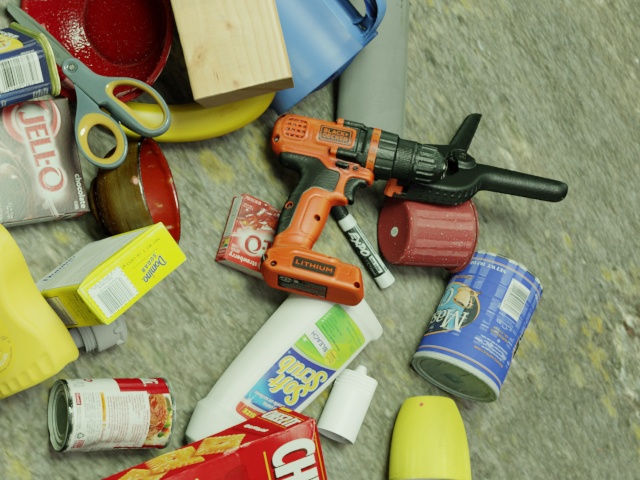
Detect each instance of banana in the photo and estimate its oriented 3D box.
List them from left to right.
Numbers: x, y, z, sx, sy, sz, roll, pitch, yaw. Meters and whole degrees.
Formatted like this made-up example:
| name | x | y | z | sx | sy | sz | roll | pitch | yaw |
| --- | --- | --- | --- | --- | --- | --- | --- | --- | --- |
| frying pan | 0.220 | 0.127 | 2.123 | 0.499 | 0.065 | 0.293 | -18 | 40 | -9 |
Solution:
| name | x | y | z | sx | sy | sz | roll | pitch | yaw |
| --- | --- | --- | --- | --- | --- | --- | --- | --- | --- |
| banana | -0.126 | -0.129 | 1.046 | 0.198 | 0.037 | 0.069 | -15 | 115 | 2 |

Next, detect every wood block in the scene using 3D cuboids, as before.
| name | x | y | z | sx | sy | sz | roll | pitch | yaw |
| --- | --- | --- | --- | --- | --- | --- | --- | --- | --- |
| wood block | -0.090 | -0.234 | 0.965 | 0.090 | 0.091 | 0.206 | -13 | 92 | 1 |

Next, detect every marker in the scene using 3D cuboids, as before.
| name | x | y | z | sx | sy | sz | roll | pitch | yaw |
| --- | --- | --- | --- | --- | --- | --- | --- | --- | --- |
| marker | 0.042 | 0.000 | 1.177 | 0.020 | 0.020 | 0.121 | -41 | 105 | -28 |

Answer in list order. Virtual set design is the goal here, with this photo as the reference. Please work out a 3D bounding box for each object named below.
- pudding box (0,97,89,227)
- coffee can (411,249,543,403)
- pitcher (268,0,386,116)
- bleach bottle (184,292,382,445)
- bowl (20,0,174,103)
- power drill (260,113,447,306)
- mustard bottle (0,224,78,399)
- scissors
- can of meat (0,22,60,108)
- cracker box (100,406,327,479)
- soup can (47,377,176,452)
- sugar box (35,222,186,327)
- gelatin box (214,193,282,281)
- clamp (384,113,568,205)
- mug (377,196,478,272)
| name | x | y | z | sx | sy | sz | roll | pitch | yaw |
| --- | --- | --- | --- | --- | --- | --- | --- | --- | --- |
| pudding box | -0.271 | -0.072 | 0.987 | 0.089 | 0.039 | 0.113 | -11 | 90 | -31 |
| coffee can | 0.177 | 0.096 | 1.197 | 0.102 | 0.103 | 0.140 | 37 | 67 | -22 |
| pitcher | -0.056 | -0.261 | 1.071 | 0.149 | 0.145 | 0.243 | -40 | 99 | -5 |
| bleach bottle | -0.048 | 0.148 | 1.080 | 0.250 | 0.068 | 0.102 | -48 | 126 | -20 |
| bowl | -0.199 | -0.207 | 1.004 | 0.055 | 0.162 | 0.162 | -30 | 102 | -67 |
| power drill | 0.025 | -0.032 | 1.077 | 0.184 | 0.057 | 0.187 | 12 | 67 | 5 |
| mustard bottle | -0.289 | 0.037 | 0.905 | 0.191 | 0.096 | 0.058 | 62 | 31 | -7 |
| scissors | -0.230 | -0.137 | 0.975 | 0.202 | 0.016 | 0.096 | 29 | 83 | 12 |
| can of meat | -0.292 | -0.151 | 0.948 | 0.083 | 0.102 | 0.057 | -22 | 120 | -28 |
| cracker box | -0.091 | 0.268 | 0.983 | 0.213 | 0.072 | 0.164 | -17 | 102 | -30 |
| soup can | -0.194 | 0.161 | 0.990 | 0.102 | 0.069 | 0.068 | 4 | 82 | -30 |
| sugar box | -0.196 | 0.035 | 0.939 | 0.093 | 0.177 | 0.048 | -41 | 103 | -27 |
| gelatin box | -0.057 | 0.001 | 1.111 | 0.089 | 0.030 | 0.073 | 24 | 73 | -26 |
| clamp | 0.163 | -0.075 | 1.182 | 0.209 | 0.165 | 0.036 | -20 | 138 | -39 |
| mug | 0.113 | -0.021 | 1.189 | 0.081 | 0.093 | 0.117 | 2 | 52 | -25 |
